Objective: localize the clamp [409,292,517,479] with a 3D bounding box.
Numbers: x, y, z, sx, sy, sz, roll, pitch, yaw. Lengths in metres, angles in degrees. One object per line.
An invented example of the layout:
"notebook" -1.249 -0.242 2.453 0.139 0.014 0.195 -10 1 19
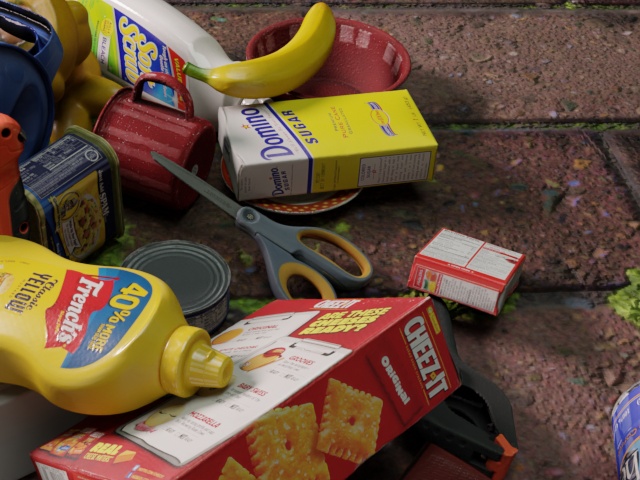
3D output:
"clamp" 0.086 0.097 0.762 0.120 0.039 0.172 -23 51 -34

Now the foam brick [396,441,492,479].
"foam brick" 0.065 0.175 0.655 0.051 0.053 0.078 26 45 24

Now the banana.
"banana" -0.035 -0.170 0.973 0.069 0.037 0.197 50 46 6

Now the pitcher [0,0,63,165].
"pitcher" -0.328 -0.133 0.839 0.243 0.145 0.149 27 20 28

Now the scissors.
"scissors" -0.055 0.001 0.839 0.201 0.016 0.096 23 50 -5

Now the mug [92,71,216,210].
"mug" -0.138 -0.085 0.905 0.081 0.117 0.093 19 25 10

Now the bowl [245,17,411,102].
"bowl" 0.007 -0.158 1.049 0.162 0.055 0.162 3 40 -2

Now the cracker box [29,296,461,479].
"cracker box" -0.044 0.112 0.654 0.213 0.072 0.164 -31 16 -35

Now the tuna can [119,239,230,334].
"tuna can" -0.112 0.039 0.817 0.086 0.034 0.086 3 40 -2

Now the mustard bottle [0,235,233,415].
"mustard bottle" -0.140 0.056 0.640 0.192 0.058 0.096 13 45 20

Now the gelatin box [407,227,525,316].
"gelatin box" 0.116 0.024 0.840 0.073 0.030 0.089 18 20 16

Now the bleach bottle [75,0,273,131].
"bleach bottle" -0.145 -0.179 1.023 0.251 0.103 0.067 30 31 27

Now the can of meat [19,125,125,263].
"can of meat" -0.204 -0.025 0.834 0.057 0.102 0.083 26 46 23

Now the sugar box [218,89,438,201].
"sugar box" 0.004 -0.086 0.936 0.176 0.048 0.093 -6 41 -15
